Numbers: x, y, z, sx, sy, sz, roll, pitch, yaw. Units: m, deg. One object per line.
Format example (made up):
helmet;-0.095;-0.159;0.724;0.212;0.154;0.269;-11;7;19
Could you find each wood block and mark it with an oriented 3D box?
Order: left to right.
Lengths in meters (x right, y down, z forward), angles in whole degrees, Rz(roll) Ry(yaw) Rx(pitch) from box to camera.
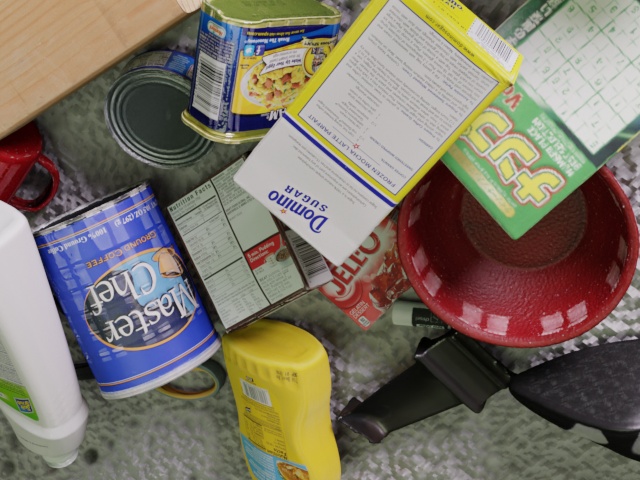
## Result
wood block;-0.176;-0.158;0.751;0.206;0.090;0.091;-25;105;29

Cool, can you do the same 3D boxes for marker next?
marker;0.114;0.060;0.801;0.121;0.020;0.020;5;117;17

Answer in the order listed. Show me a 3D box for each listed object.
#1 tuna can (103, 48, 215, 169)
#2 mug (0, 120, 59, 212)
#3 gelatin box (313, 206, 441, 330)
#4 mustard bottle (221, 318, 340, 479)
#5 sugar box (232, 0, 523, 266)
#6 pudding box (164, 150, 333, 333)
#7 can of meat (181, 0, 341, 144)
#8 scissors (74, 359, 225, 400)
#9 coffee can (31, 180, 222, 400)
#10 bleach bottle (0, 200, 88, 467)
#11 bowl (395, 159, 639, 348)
tuna can;-0.113;-0.096;0.783;0.086;0.033;0.086;7;129;8
mug;-0.262;-0.060;0.840;0.117;0.093;0.082;26;121;-28
gelatin box;0.036;0.014;0.799;0.073;0.030;0.089;42;121;-4
mustard bottle;-0.027;0.163;0.875;0.096;0.058;0.191;17;124;40
sugar box;0.031;-0.073;0.656;0.093;0.048;0.176;40;127;-4
pudding box;-0.055;0.001;0.802;0.090;0.039;0.113;-29;83;33
can of meat;-0.038;-0.117;0.718;0.058;0.101;0.084;37;126;39
scissors;-0.179;0.095;0.926;0.202;0.016;0.096;6;116;16
coffee can;-0.150;0.038;0.825;0.103;0.102;0.140;-18;102;26
bleach bottle;-0.241;0.083;0.832;0.103;0.068;0.251;20;136;31
bowl;0.136;-0.008;0.735;0.162;0.055;0.162;7;116;15
